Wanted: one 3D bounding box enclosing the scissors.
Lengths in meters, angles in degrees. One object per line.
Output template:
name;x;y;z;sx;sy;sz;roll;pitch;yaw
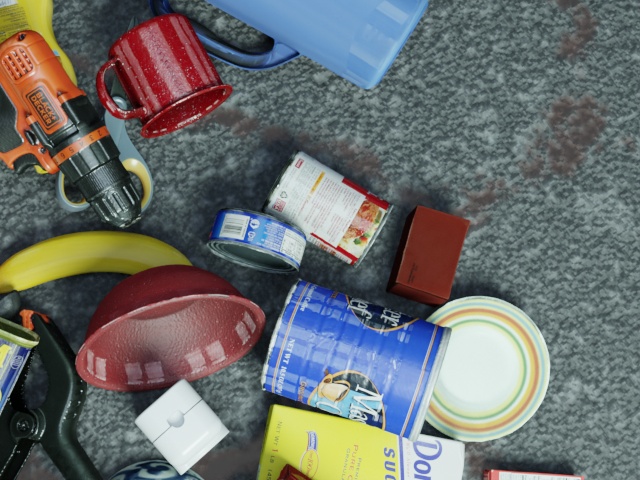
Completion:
scissors;-0.175;-0.106;0.986;0.096;0.016;0.201;31;66;-17

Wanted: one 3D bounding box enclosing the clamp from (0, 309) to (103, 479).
clamp;-0.250;0.166;0.906;0.165;0.036;0.210;-17;70;14

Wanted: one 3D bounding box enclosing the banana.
banana;-0.193;0.024;0.951;0.197;0.037;0.069;8;79;-5

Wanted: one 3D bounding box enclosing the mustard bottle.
mustard bottle;-0.273;-0.153;0.963;0.096;0.058;0.191;-17;82;-8

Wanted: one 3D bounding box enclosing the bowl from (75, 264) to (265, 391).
bowl;-0.130;0.067;0.901;0.162;0.162;0.055;-14;60;-9

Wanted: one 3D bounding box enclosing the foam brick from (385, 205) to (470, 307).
foam brick;0.098;0.015;0.980;0.053;0.051;0.078;18;78;-2

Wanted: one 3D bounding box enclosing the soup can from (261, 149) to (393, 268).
soup can;0.006;-0.029;0.969;0.102;0.068;0.068;30;77;0

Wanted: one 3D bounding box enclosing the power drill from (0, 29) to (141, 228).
power drill;-0.265;-0.059;0.912;0.188;0.057;0.184;-30;95;11

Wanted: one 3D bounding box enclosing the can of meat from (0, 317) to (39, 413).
can of meat;-0.296;0.098;0.874;0.102;0.057;0.084;26;89;-14

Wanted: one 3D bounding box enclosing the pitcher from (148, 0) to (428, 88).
pitcher;-0.032;-0.236;0.982;0.243;0.149;0.145;32;62;-4

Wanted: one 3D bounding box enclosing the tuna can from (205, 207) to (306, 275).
tuna can;-0.056;0.001;0.947;0.086;0.086;0.033;17;77;-4

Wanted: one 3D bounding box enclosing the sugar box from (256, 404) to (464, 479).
sugar box;0.034;0.206;0.940;0.176;0.048;0.093;11;80;-3

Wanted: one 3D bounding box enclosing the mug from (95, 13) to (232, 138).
mug;-0.147;-0.145;0.953;0.117;0.093;0.081;-26;85;-32

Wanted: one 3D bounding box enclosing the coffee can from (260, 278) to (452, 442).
coffee can;0.031;0.102;0.919;0.140;0.103;0.103;18;78;7
